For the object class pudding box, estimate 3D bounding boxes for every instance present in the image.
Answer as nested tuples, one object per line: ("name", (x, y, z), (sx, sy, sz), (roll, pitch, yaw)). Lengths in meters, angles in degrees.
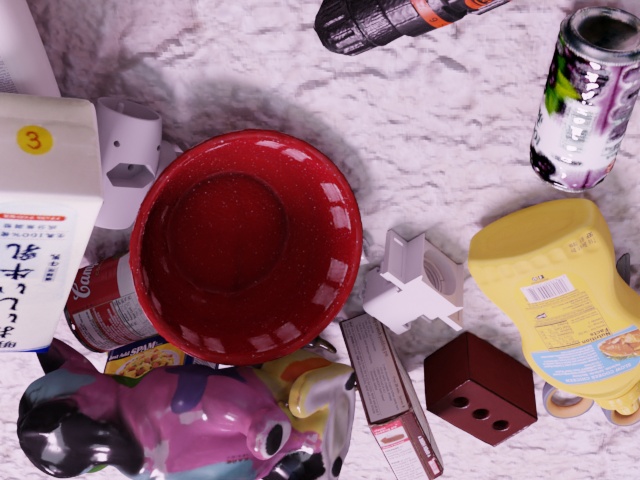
("pudding box", (0.054, 0.122, 0.826), (0.039, 0.113, 0.090), (-24, 130, 4))

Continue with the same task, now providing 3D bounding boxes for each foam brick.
("foam brick", (0.129, 0.120, 0.859), (0.078, 0.051, 0.053), (31, 130, -22))

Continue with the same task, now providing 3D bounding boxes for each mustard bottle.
("mustard bottle", (0.189, 0.060, 0.773), (0.096, 0.058, 0.191), (-20, 122, 25))

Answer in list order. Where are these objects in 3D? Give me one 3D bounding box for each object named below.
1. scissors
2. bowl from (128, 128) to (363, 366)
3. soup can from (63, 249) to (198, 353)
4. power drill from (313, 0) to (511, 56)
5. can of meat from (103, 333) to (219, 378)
("scissors", (0.211, 0.087, 0.842), (0.096, 0.016, 0.201), (-12, 132, 18))
("bowl", (-0.055, 0.001, 0.726), (0.162, 0.055, 0.162), (-5, 105, -20))
("soup can", (-0.132, 0.038, 0.795), (0.102, 0.068, 0.068), (-20, 130, 23))
("power drill", (0.034, -0.149, 0.535), (0.185, 0.057, 0.187), (-22, 170, 33))
("can of meat", (-0.133, 0.121, 0.866), (0.102, 0.084, 0.057), (-17, 131, 21))
